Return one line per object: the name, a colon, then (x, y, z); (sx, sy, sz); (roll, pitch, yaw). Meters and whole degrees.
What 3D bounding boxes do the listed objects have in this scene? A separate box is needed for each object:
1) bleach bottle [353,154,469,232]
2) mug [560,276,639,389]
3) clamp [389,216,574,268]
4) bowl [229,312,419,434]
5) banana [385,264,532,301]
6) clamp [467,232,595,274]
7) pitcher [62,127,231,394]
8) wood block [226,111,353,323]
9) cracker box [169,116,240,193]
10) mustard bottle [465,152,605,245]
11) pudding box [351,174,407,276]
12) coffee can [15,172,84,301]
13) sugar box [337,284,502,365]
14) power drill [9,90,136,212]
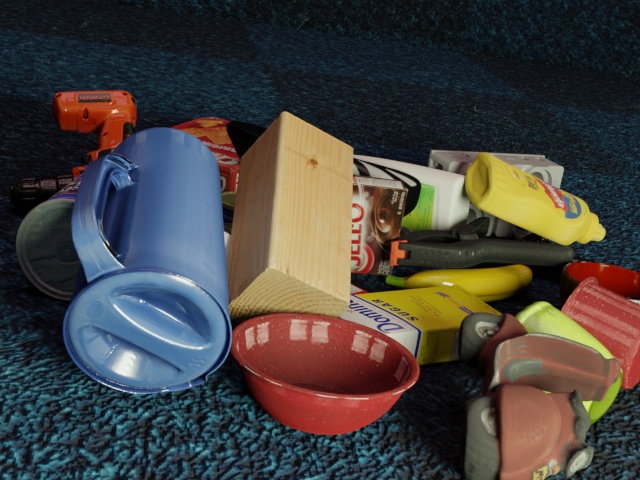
bleach bottle: (0.069, -0.058, 1.412); (0.251, 0.102, 0.068); (12, 12, 27)
mug: (0.292, 0.095, 1.067); (0.082, 0.093, 0.117); (27, 14, 31)
clamp: (0.166, 0.004, 1.249); (0.209, 0.036, 0.165); (-3, 15, -24)
bowl: (-0.001, 0.117, 0.897); (0.162, 0.055, 0.162); (9, 19, -3)
banana: (0.176, 0.046, 1.224); (0.197, 0.037, 0.070); (0, 23, -26)
clamp: (0.252, 0.014, 1.353); (0.171, 0.039, 0.120); (4, 17, -15)
pitcher: (-0.147, -0.002, 0.925); (0.145, 0.149, 0.243); (13, 35, -14)
wood block: (-0.028, -0.013, 1.039); (0.090, 0.090, 0.206); (26, 43, -23)
cracker box: (-0.146, -0.108, 1.463); (0.164, 0.072, 0.213); (16, 20, 19)
mustard bottle: (0.276, -0.041, 1.337); (0.191, 0.058, 0.096); (23, 27, -19)
pudding box: (0.045, -0.018, 1.228); (0.090, 0.113, 0.039); (5, 21, -10)
coffee can: (-0.233, -0.010, 1.081); (0.103, 0.103, 0.140); (11, 18, 4)
sugar box: (0.090, 0.084, 1.055); (0.175, 0.048, 0.093); (-1, 22, -33)
power drill: (-0.289, -0.105, 1.313); (0.184, 0.057, 0.188); (-2, 48, -15)
